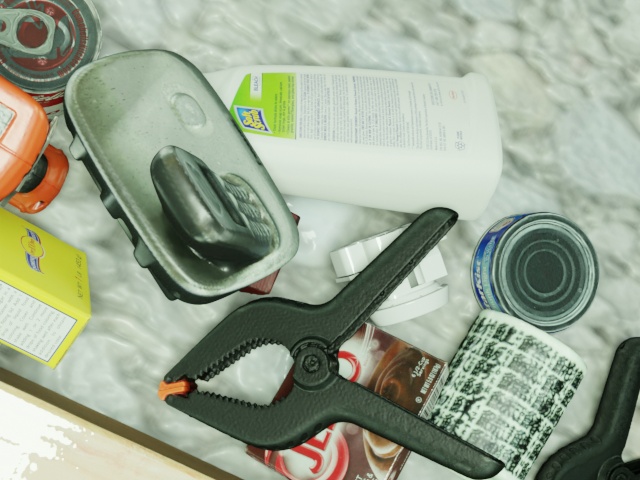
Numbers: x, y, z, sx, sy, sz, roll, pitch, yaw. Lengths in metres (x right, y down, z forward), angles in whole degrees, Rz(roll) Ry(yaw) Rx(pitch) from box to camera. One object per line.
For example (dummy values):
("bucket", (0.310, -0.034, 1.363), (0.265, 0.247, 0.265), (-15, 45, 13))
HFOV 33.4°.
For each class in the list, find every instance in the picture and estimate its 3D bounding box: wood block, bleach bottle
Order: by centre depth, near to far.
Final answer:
("wood block", (-0.120, 0.160, 0.631), (0.206, 0.091, 0.090), (28, 80, -14))
("bleach bottle", (-0.014, -0.075, 0.683), (0.250, 0.068, 0.102), (7, 49, -10))

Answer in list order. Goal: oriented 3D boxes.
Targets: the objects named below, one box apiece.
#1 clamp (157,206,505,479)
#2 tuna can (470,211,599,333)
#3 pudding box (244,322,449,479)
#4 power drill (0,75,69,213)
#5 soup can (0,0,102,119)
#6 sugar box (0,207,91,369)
("clamp", (0.005, 0.085, 0.652), (0.210, 0.036, 0.164), (-18, 74, 9))
("tuna can", (0.151, 0.023, 0.747), (0.086, 0.034, 0.086), (1, 87, -16))
("pudding box", (0.019, 0.110, 0.681), (0.090, 0.039, 0.113), (26, 76, 20))
("power drill", (-0.214, -0.075, 0.565), (0.184, 0.188, 0.057), (31, 85, -16))
("soup can", (-0.166, -0.111, 0.625), (0.068, 0.102, 0.068), (1, 87, -17))
("sugar box", (-0.214, -0.003, 0.592), (0.176, 0.093, 0.048), (34, 100, -25))
